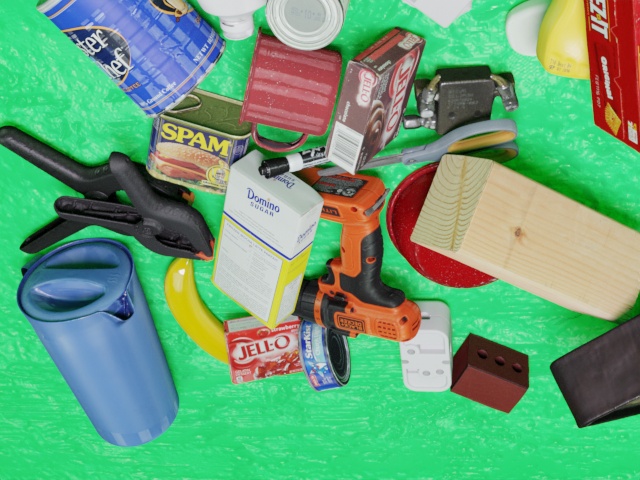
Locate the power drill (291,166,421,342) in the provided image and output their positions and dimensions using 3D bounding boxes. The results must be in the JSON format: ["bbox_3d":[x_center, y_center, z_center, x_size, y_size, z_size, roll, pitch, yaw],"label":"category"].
[{"bbox_3d":[0.012,0.016,1.119,0.185,0.057,0.187,10,130,28],"label":"power drill"}]

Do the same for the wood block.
[{"bbox_3d":[0.204,0.000,1.014,0.205,0.090,0.091,23,88,-25],"label":"wood block"}]

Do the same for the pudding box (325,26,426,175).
[{"bbox_3d":[0.050,-0.129,0.983,0.039,0.089,0.114,32,134,16],"label":"pudding box"}]

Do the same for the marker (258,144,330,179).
[{"bbox_3d":[-0.005,-0.082,1.037,0.121,0.020,0.020,-17,135,-24],"label":"marker"}]

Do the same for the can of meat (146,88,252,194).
[{"bbox_3d":[-0.121,-0.099,1.066,0.102,0.057,0.084,16,133,-2],"label":"can of meat"}]

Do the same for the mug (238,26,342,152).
[{"bbox_3d":[-0.030,-0.134,0.996,0.081,0.093,0.117,12,121,-5],"label":"mug"}]

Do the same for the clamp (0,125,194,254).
[{"bbox_3d":[-0.242,-0.039,1.148,0.210,0.036,0.165,9,131,0],"label":"clamp"}]

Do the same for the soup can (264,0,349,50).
[{"bbox_3d":[-0.006,-0.216,0.917,0.068,0.102,0.068,6,130,6],"label":"soup can"}]

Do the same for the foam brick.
[{"bbox_3d":[0.193,0.152,1.213,0.078,0.053,0.051,21,130,-8],"label":"foam brick"}]

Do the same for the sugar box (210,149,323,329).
[{"bbox_3d":[-0.057,0.001,1.087,0.093,0.048,0.176,36,137,18],"label":"sugar box"}]

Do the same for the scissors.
[{"bbox_3d":[0.105,-0.079,1.045,0.202,0.016,0.096,-15,159,32],"label":"scissors"}]

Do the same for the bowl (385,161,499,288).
[{"bbox_3d":[0.145,-0.003,1.094,0.162,0.055,0.162,5,130,6],"label":"bowl"}]

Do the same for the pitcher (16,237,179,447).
[{"bbox_3d":[-0.253,0.122,1.237,0.145,0.149,0.243,-13,130,1],"label":"pitcher"}]

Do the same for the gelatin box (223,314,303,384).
[{"bbox_3d":[-0.064,0.122,1.230,0.089,0.030,0.073,-9,120,-7],"label":"gelatin box"}]

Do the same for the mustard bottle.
[{"bbox_3d":[0.235,-0.227,0.854,0.096,0.058,0.192,0,123,-5],"label":"mustard bottle"}]

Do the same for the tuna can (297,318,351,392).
[{"bbox_3d":[0.006,0.126,1.207,0.034,0.086,0.086,-12,126,18],"label":"tuna can"}]

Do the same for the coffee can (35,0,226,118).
[{"bbox_3d":[-0.169,-0.196,0.964,0.103,0.102,0.140,-30,118,30],"label":"coffee can"}]

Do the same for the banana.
[{"bbox_3d":[-0.130,0.089,1.234,0.070,0.037,0.197,-13,125,21],"label":"banana"}]

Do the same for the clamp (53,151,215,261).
[{"bbox_3d":[-0.188,-0.023,1.106,0.120,0.039,0.171,-18,136,38],"label":"clamp"}]
